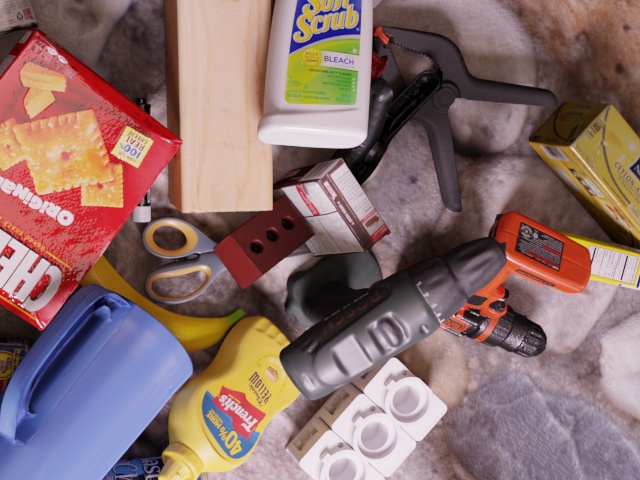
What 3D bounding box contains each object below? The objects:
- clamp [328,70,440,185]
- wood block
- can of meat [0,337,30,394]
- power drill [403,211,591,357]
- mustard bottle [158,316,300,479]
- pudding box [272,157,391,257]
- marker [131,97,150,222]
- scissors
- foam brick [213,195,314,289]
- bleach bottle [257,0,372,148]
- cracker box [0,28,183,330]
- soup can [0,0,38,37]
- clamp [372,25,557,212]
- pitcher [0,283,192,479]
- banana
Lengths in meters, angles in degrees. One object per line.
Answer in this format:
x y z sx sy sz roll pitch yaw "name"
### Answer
0.055 -0.104 1.074 0.120 0.172 0.039 -19 62 -45 "clamp"
-0.099 -0.135 1.025 0.090 0.091 0.206 -2 99 -16 "wood block"
-0.324 0.141 1.017 0.083 0.057 0.102 5 97 -20 "can of meat"
0.192 0.053 1.096 0.184 0.188 0.057 24 57 -14 "power drill"
-0.094 0.167 1.044 0.191 0.058 0.096 -48 118 -38 "mustard bottle"
0.007 -0.030 1.059 0.039 0.114 0.090 -41 106 -22 "pudding box"
-0.176 -0.079 1.047 0.020 0.020 0.121 -1 99 -17 "marker"
-0.095 0.001 1.083 0.201 0.016 0.096 -24 84 -27 "scissors"
-0.057 0.001 1.059 0.078 0.051 0.053 -39 93 -31 "foam brick"
-0.003 -0.214 0.977 0.102 0.068 0.251 3 83 -10 "bleach bottle"
-0.252 -0.054 0.945 0.164 0.072 0.213 38 84 -23 "cracker box"
-0.300 -0.235 0.961 0.068 0.069 0.102 -17 103 -14 "soup can"
0.138 -0.156 1.118 0.164 0.036 0.210 -41 105 1 "clamp"
-0.237 0.161 0.955 0.149 0.145 0.242 47 58 -18 "pitcher"
-0.174 0.063 1.064 0.197 0.037 0.069 27 64 -21 "banana"
